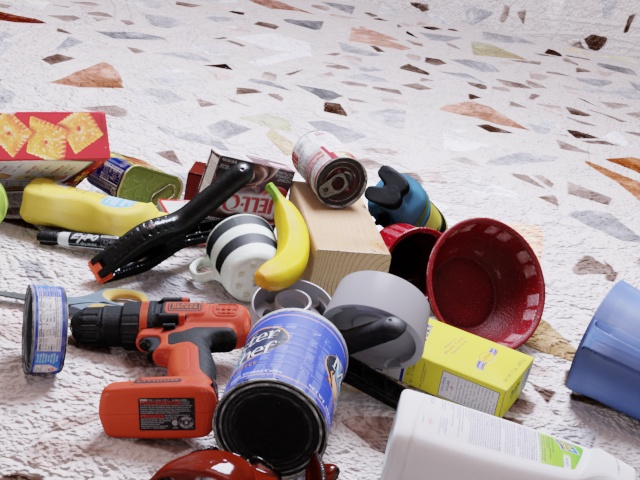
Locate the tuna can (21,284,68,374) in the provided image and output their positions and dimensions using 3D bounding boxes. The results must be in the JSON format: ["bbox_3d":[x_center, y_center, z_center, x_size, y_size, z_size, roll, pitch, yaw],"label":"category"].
[{"bbox_3d":[-0.264,0.085,1.021,0.033,0.086,0.086,3,24,-22],"label":"tuna can"}]

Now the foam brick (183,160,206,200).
[{"bbox_3d":[-0.145,-0.072,1.477,0.078,0.051,0.053,12,22,2],"label":"foam brick"}]

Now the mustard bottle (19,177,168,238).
[{"bbox_3d":[-0.264,-0.030,1.316,0.191,0.058,0.096,13,5,3],"label":"mustard bottle"}]

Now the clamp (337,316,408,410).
[{"bbox_3d":[0.016,0.108,1.065,0.171,0.120,0.039,12,37,13],"label":"clamp"}]

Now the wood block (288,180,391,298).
[{"bbox_3d":[0.014,0.008,1.315,0.090,0.090,0.206,5,24,-13],"label":"wood block"}]

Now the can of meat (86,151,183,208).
[{"bbox_3d":[-0.248,-0.078,1.417,0.084,0.057,0.101,27,8,40],"label":"can of meat"}]

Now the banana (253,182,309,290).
[{"bbox_3d":[-0.043,0.008,1.195,0.069,0.037,0.198,31,27,-18],"label":"banana"}]

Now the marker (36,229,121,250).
[{"bbox_3d":[-0.280,0.001,1.272,0.121,0.020,0.020,5,22,9],"label":"marker"}]

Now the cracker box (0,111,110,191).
[{"bbox_3d":[-0.391,-0.111,1.334,0.213,0.072,0.164,-3,-10,-30],"label":"cracker box"}]

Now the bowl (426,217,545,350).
[{"bbox_3d":[0.182,0.057,1.251,0.161,0.162,0.055,0,-11,-25],"label":"bowl"}]

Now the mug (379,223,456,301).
[{"bbox_3d":[0.116,0.031,1.314,0.117,0.093,0.082,43,-4,-19],"label":"mug"}]

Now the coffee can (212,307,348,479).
[{"bbox_3d":[-0.033,0.138,0.980,0.103,0.103,0.140,13,23,4],"label":"coffee can"}]

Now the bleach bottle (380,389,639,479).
[{"bbox_3d":[0.185,0.210,0.967,0.251,0.068,0.102,15,24,5],"label":"bleach bottle"}]

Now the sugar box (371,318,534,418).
[{"bbox_3d":[0.130,0.127,1.150,0.176,0.048,0.093,22,26,22],"label":"sugar box"}]

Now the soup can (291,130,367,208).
[{"bbox_3d":[0.010,-0.091,1.338,0.068,0.068,0.102,1,25,-21],"label":"soup can"}]

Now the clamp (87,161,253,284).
[{"bbox_3d":[-0.171,-0.005,1.251,0.209,0.164,0.036,-31,73,-15],"label":"clamp"}]

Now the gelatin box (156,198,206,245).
[{"bbox_3d":[-0.167,-0.023,1.382,0.073,0.030,0.089,1,25,-25],"label":"gelatin box"}]

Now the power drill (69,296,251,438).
[{"bbox_3d":[-0.161,0.115,1.026,0.184,0.057,0.187,-2,26,-1],"label":"power drill"}]

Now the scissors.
[{"bbox_3d":[-0.272,0.062,1.159,0.202,0.016,0.096,16,23,10],"label":"scissors"}]

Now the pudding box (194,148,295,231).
[{"bbox_3d":[-0.098,-0.063,1.359,0.113,0.090,0.039,12,17,-29],"label":"pudding box"}]
